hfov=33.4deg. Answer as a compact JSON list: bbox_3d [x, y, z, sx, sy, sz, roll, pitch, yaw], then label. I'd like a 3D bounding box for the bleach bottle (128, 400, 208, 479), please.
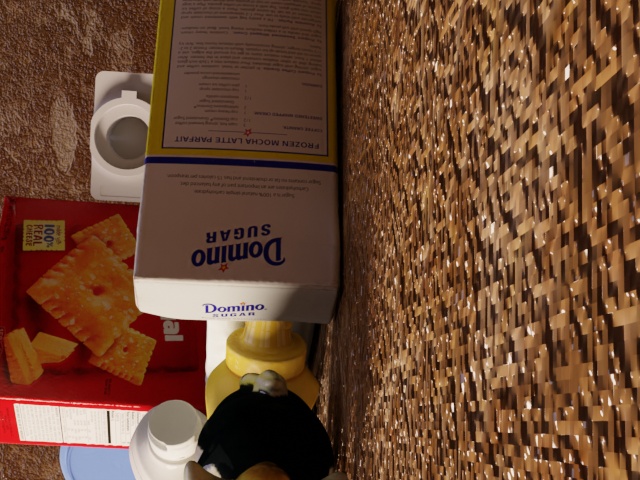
[{"bbox_3d":[-0.076,0.184,0.687,0.103,0.068,0.251,50,157,31],"label":"bleach bottle"}]

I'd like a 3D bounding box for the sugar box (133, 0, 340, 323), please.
[{"bbox_3d":[-0.038,-0.047,0.523,0.048,0.093,0.176,100,172,-62],"label":"sugar box"}]

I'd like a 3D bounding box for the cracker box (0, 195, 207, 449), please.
[{"bbox_3d":[-0.121,0.056,0.736,0.072,0.213,0.164,101,170,-53],"label":"cracker box"}]

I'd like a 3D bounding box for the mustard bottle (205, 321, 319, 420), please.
[{"bbox_3d":[-0.034,0.120,0.563,0.096,0.058,0.192,-63,-21,-68],"label":"mustard bottle"}]
